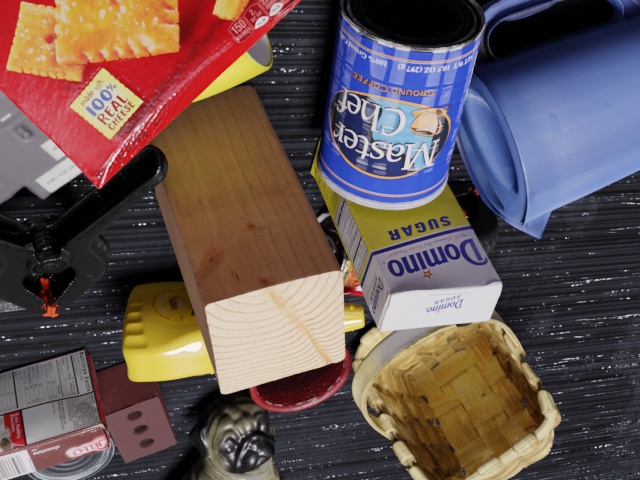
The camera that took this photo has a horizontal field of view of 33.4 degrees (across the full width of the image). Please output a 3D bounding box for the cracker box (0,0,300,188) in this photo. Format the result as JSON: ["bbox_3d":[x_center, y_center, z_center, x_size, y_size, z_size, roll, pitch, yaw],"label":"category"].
[{"bbox_3d":[-0.136,-0.162,0.581,0.164,0.072,0.213,-42,111,-1],"label":"cracker box"}]

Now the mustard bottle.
[{"bbox_3d":[-0.060,0.068,0.868,0.191,0.096,0.058,-4,122,1],"label":"mustard bottle"}]

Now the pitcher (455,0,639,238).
[{"bbox_3d":[0.229,-0.122,0.837,0.242,0.145,0.149,-22,149,-8],"label":"pitcher"}]

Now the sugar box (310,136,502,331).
[{"bbox_3d":[0.062,-0.012,0.820,0.093,0.176,0.048,-5,133,-20],"label":"sugar box"}]

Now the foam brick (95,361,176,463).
[{"bbox_3d":[-0.168,0.153,0.969,0.053,0.051,0.078,-19,137,-7],"label":"foam brick"}]

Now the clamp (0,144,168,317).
[{"bbox_3d":[-0.204,0.003,0.752,0.164,0.036,0.210,-7,155,-24],"label":"clamp"}]

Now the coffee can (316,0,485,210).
[{"bbox_3d":[0.055,-0.108,0.778,0.102,0.103,0.140,-8,134,-18],"label":"coffee can"}]

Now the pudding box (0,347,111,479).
[{"bbox_3d":[-0.241,0.148,0.903,0.113,0.090,0.039,-14,134,-11],"label":"pudding box"}]

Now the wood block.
[{"bbox_3d":[-0.058,-0.008,0.748,0.090,0.206,0.091,-15,135,-12],"label":"wood block"}]

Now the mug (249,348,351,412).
[{"bbox_3d":[-0.032,0.101,0.957,0.093,0.081,0.117,-1,132,-24],"label":"mug"}]

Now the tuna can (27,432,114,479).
[{"bbox_3d":[-0.234,0.187,0.984,0.086,0.034,0.086,-13,136,-13],"label":"tuna can"}]

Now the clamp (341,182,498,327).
[{"bbox_3d":[0.107,0.005,0.884,0.171,0.120,0.039,-35,160,-43],"label":"clamp"}]
